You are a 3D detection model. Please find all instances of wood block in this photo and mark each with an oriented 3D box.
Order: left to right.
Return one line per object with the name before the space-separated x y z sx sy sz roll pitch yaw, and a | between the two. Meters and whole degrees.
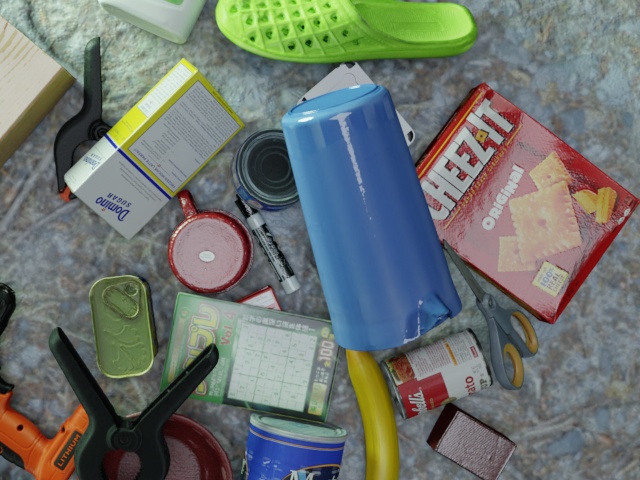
wood block | -0.356 -0.121 1.090 0.091 0.090 0.206 40 88 -3

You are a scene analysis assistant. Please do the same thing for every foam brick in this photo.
foam brick | 0.161 0.217 1.143 0.078 0.053 0.051 32 89 -3

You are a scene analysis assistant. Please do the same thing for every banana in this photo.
banana | 0.057 0.204 1.132 0.037 0.069 0.198 -5 87 26

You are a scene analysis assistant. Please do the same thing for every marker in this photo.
marker | -0.057 0.001 1.144 0.020 0.020 0.121 -30 92 -3

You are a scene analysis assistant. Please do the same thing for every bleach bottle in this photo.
bleach bottle | -0.135 -0.339 1.114 0.102 0.068 0.251 23 87 -4

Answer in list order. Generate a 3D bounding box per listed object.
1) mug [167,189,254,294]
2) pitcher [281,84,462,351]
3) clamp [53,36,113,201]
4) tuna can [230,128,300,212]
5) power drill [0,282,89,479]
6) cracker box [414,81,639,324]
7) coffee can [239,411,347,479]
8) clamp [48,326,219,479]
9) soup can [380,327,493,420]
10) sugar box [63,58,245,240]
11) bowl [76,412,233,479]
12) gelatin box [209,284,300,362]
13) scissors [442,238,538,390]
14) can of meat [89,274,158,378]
mug | -0.120 0.001 1.109 0.093 0.081 0.117 -22 92 -3
pitcher | 0.040 -0.024 1.054 0.149 0.145 0.243 -12 106 17
clamp | -0.233 -0.124 1.121 0.120 0.039 0.171 40 87 -6
tuna can | -0.050 -0.074 1.126 0.086 0.034 0.086 2 81 -15
power drill | -0.317 0.161 1.115 0.187 0.057 0.184 31 90 -1
cracker box | 0.204 -0.039 1.132 0.213 0.072 0.164 37 88 -2
coffee can | -0.035 0.258 1.107 0.102 0.103 0.140 11 90 -4
clamp | -0.183 0.187 1.058 0.164 0.036 0.210 0 102 -4
soup can | 0.123 0.141 1.132 0.102 0.068 0.068 -21 92 -3
sugar box | -0.171 -0.093 1.103 0.176 0.048 0.093 -43 132 0
bowl | -0.171 0.254 1.122 0.162 0.055 0.162 0 92 -4
gelatin box | -0.068 0.102 1.140 0.073 0.030 0.089 -25 93 -1
scissors | 0.171 0.085 1.093 0.201 0.016 0.096 37 55 -42
can of meat | -0.200 0.086 1.104 0.057 0.084 0.102 -7 91 -3
